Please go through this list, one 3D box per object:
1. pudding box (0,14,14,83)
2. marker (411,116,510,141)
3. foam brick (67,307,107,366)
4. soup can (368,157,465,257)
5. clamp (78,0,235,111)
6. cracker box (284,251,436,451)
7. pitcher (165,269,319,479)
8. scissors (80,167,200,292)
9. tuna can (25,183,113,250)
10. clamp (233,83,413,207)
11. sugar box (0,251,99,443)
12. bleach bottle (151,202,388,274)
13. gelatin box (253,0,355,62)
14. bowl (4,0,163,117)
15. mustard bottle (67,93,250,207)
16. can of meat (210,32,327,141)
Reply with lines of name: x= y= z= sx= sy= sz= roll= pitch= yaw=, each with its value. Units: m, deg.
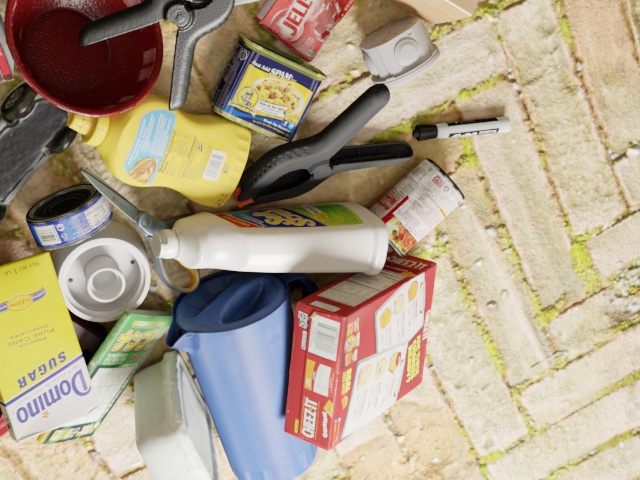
pudding box: x=-0.321 y=-0.200 z=1.007 sx=0.039 sy=0.113 sz=0.090 roll=-17 pitch=115 yaw=-7
marker: x=0.165 y=-0.131 z=1.251 sx=0.121 sy=0.020 sz=0.020 roll=-7 pitch=113 yaw=-16
foam brick: x=-0.280 y=0.105 z=1.178 sx=0.078 sy=0.051 sz=0.053 roll=37 pitch=95 yaw=-27
soup can: x=0.109 y=-0.039 z=1.242 sx=0.102 sy=0.068 sz=0.068 roll=-42 pitch=118 yaw=0
clamp: x=-0.146 y=-0.217 z=1.010 sx=0.120 sy=0.039 sz=0.172 roll=25 pitch=109 yaw=-27
cracker box: x=0.048 y=0.120 z=1.223 sx=0.213 sy=0.072 sz=0.164 roll=-25 pitch=126 yaw=-53
pitcher: x=-0.069 y=0.157 z=1.233 sx=0.149 sy=0.145 sz=0.243 roll=-4 pitch=120 yaw=15
scissors: x=-0.176 y=-0.029 z=1.147 sx=0.096 sy=0.016 sz=0.201 roll=-52 pitch=130 yaw=-31
tuna can: x=-0.262 y=-0.026 z=1.113 sx=0.086 sy=0.086 sz=0.034 roll=-23 pitch=115 yaw=-9
clamp: x=-0.001 y=-0.096 z=1.164 sx=0.210 sy=0.036 sz=0.164 roll=-21 pitch=156 yaw=-1
sugar box: x=-0.299 y=0.109 z=1.098 sx=0.093 sy=0.048 sz=0.176 roll=-21 pitch=95 yaw=-25
bleach bottle: x=-0.058 y=0.001 z=1.164 sx=0.250 sy=0.103 sz=0.068 roll=-3 pitch=114 yaw=-28
gelatin box: x=-0.016 y=-0.247 z=1.138 sx=0.073 sy=0.030 sz=0.089 roll=34 pitch=97 yaw=-26
bowl: x=-0.238 y=-0.194 z=1.048 sx=0.161 sy=0.055 sz=0.162 roll=6 pitch=79 yaw=-33
mustard bottle: x=-0.171 y=-0.101 z=1.110 sx=0.191 sy=0.058 sz=0.096 roll=15 pitch=105 yaw=-35
can of meat: x=-0.057 y=-0.162 z=1.144 sx=0.102 sy=0.057 sz=0.084 roll=21 pitch=104 yaw=-25
